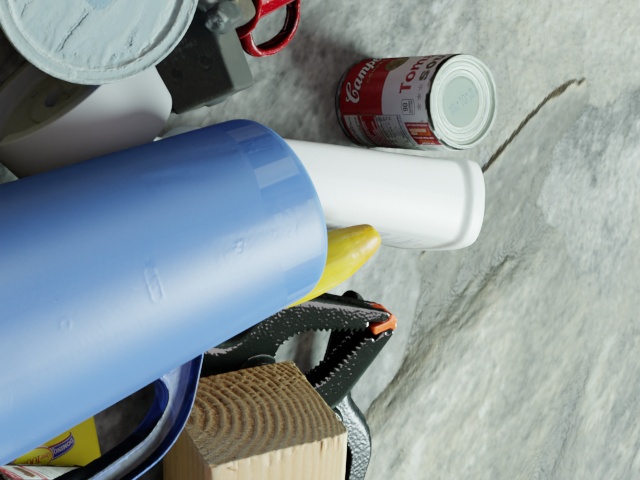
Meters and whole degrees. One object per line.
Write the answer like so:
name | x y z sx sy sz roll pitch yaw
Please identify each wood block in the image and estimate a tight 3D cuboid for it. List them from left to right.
wood block | -0.046 0.193 0.683 0.090 0.090 0.206 -9 118 -24

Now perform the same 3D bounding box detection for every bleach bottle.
bleach bottle | -0.011 -0.038 0.716 0.250 0.103 0.068 7 83 -38

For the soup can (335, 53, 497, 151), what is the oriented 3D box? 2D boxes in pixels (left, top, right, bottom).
soup can | 0.068 -0.099 0.770 0.068 0.102 0.068 -5 99 -36

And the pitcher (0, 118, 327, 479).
pitcher | -0.115 0.032 0.537 0.242 0.145 0.149 -24 148 -33

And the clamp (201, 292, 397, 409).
clamp | -0.051 0.082 0.711 0.210 0.036 0.164 -29 112 -8

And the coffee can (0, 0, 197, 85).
coffee can | -0.134 -0.154 0.569 0.102 0.140 0.103 -12 121 -21
